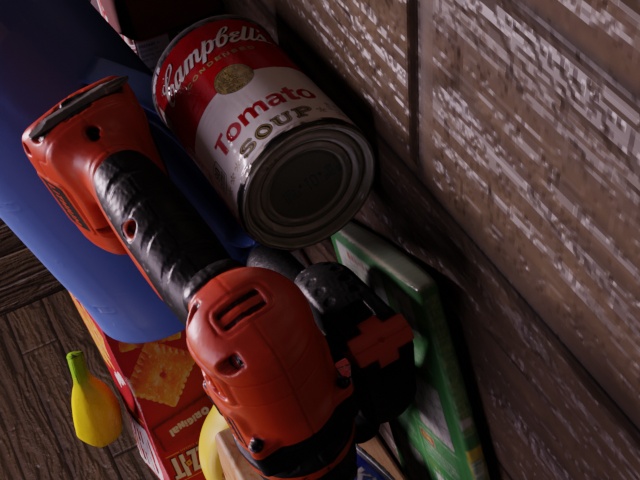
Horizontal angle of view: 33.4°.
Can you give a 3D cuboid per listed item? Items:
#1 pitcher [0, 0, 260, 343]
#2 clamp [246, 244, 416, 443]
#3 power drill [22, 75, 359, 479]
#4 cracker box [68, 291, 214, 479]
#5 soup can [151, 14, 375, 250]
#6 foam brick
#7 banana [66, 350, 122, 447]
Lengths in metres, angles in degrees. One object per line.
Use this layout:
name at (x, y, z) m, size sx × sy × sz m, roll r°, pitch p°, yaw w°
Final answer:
pitcher at (-0.135, -0.060, 0.605) m, size 0.242 × 0.149 × 0.145 m, roll 53°, pitch -173°, yaw -40°
clamp at (0.013, 0.058, 0.517) m, size 0.120 × 0.039 × 0.172 m, roll 57°, pitch 171°, yaw -10°
power drill at (-0.051, 0.027, 0.480) m, size 0.188 × 0.057 × 0.184 m, roll 47°, pitch 164°, yaw 30°
cracker box at (-0.143, 0.084, 0.856) m, size 0.214 × 0.072 × 0.164 m, roll 67°, pitch 165°, yaw -5°
soup can at (-0.028, -0.051, 0.489) m, size 0.102 × 0.068 × 0.068 m, roll 51°, pitch 159°, yaw 42°
foam brick at (-0.098, -0.149, 0.609) m, size 0.078 × 0.053 × 0.051 m, roll 35°, pitch 146°, yaw 62°
banana at (-0.180, 0.131, 0.853) m, size 0.198 × 0.037 × 0.069 m, roll 135°, pitch 127°, yaw -72°
